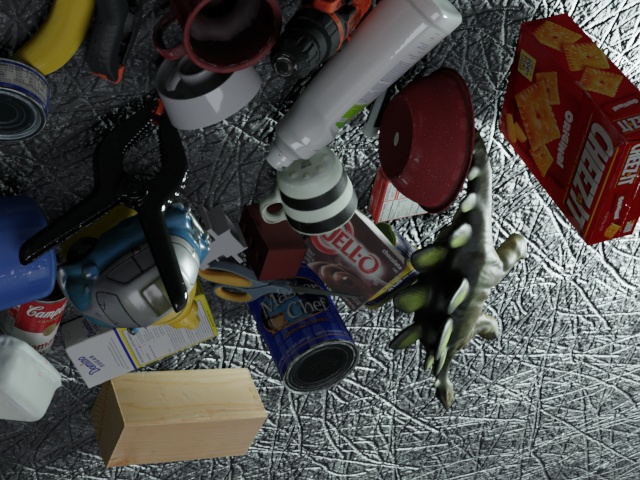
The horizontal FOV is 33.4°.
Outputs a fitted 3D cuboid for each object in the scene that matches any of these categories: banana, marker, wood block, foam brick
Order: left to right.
[{"bbox_3d":[-0.228,-0.212,0.933,0.069,0.037,0.198,4,132,-37],"label":"banana"},{"bbox_3d":[-0.190,0.234,1.429,0.205,0.090,0.091,2,133,-32],"label":"wood block"},{"bbox_3d":[-0.058,0.002,1.251,0.051,0.078,0.053,-5,137,-29],"label":"foam brick"},{"bbox_3d":[0.072,-0.166,1.185,0.020,0.020,0.121,-5,137,-27],"label":"marker"}]

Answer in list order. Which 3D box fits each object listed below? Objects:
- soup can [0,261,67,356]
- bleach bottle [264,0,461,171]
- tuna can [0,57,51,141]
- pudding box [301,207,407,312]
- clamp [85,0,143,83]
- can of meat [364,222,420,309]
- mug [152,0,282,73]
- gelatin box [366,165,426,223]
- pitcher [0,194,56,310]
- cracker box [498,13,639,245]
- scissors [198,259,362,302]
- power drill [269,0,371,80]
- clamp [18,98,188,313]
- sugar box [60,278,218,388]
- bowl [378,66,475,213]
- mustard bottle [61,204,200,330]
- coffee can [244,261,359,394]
[{"bbox_3d":[-0.320,0.077,1.185,0.068,0.068,0.102,1,135,-32],"label":"soup can"},{"bbox_3d":[0.031,-0.165,1.111,0.251,0.068,0.102,-43,169,21],"label":"bleach bottle"},{"bbox_3d":[-0.290,-0.127,0.971,0.086,0.034,0.086,-2,150,-1],"label":"tuna can"},{"bbox_3d":[0.037,0.017,1.312,0.090,0.039,0.113,-41,100,18],"label":"pudding box"},{"bbox_3d":[-0.173,-0.213,0.943,0.120,0.039,0.172,-58,179,-32],"label":"clamp"},{"bbox_3d":[0.074,0.032,1.385,0.102,0.057,0.083,-37,140,12],"label":"can of meat"},{"bbox_3d":[-0.102,-0.208,0.977,0.117,0.081,0.093,-32,141,7],"label":"mug"},{"bbox_3d":[0.107,-0.063,1.317,0.089,0.030,0.073,-11,141,-21],"label":"gelatin box"},{"bbox_3d":[-0.382,0.032,1.025,0.242,0.149,0.145,-13,160,-29],"label":"pitcher"},{"bbox_3d":[0.289,-0.126,1.204,0.072,0.214,0.164,-15,141,-17],"label":"cracker box"},{"bbox_3d":[-0.053,0.063,1.295,0.202,0.016,0.096,14,153,1],"label":"scissors"},{"bbox_3d":[0.014,-0.250,0.953,0.057,0.184,0.188,23,130,7],"label":"power drill"},{"bbox_3d":[-0.177,-0.038,1.048,0.164,0.210,0.036,25,160,-8],"label":"clamp"},{"bbox_3d":[-0.219,0.110,1.304,0.176,0.048,0.093,-19,140,-5],"label":"sugar box"},{"bbox_3d":[0.106,-0.110,1.161,0.055,0.162,0.162,2,134,-21],"label":"bowl"},{"bbox_3d":[-0.195,0.042,1.199,0.096,0.058,0.191,-36,129,4],"label":"mustard bottle"},{"bbox_3d":[-0.025,0.107,1.342,0.102,0.140,0.103,-17,141,-14],"label":"coffee can"}]
